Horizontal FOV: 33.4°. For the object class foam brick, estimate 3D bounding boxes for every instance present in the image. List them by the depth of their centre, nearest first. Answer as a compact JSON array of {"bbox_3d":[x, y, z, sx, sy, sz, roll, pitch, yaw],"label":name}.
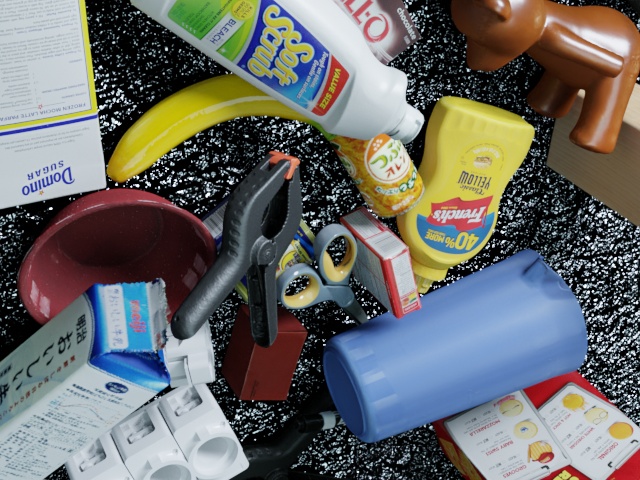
[{"bbox_3d":[-0.055,0.106,1.011,0.052,0.051,0.078,5,115,-30],"label":"foam brick"}]

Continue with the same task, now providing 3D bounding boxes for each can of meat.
[{"bbox_3d":[-0.056,0.001,0.945,0.084,0.057,0.102,-40,129,-5],"label":"can of meat"}]

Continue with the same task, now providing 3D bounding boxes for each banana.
[{"bbox_3d":[-0.082,-0.100,0.871,0.197,0.037,0.069,-13,80,-16],"label":"banana"}]

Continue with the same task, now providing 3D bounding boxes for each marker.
[{"bbox_3d":[0.025,0.179,1.081,0.120,0.020,0.020,-3,119,-35],"label":"marker"}]

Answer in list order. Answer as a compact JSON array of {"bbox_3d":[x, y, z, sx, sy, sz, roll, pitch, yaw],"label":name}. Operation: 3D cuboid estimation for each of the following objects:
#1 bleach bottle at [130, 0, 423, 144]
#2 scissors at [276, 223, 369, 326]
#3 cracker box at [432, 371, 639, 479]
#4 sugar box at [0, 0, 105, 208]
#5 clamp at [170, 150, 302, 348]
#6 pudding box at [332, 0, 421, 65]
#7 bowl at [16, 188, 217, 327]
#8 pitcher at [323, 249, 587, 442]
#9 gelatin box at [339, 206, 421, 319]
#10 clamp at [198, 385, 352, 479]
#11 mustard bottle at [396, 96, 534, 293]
[{"bbox_3d":[-0.016,-0.155,0.823,0.250,0.068,0.103,31,127,-24],"label":"bleach bottle"},{"bbox_3d":[0.005,0.059,0.996,0.096,0.016,0.202,-33,147,-17],"label":"scissors"},{"bbox_3d":[0.244,0.229,1.139,0.164,0.214,0.072,-29,127,-11],"label":"cracker box"},{"bbox_3d":[-0.217,-0.115,0.798,0.093,0.048,0.176,-13,127,-22],"label":"sugar box"},{"bbox_3d":[-0.063,0.011,0.869,0.120,0.039,0.171,-4,108,-57],"label":"clamp"},{"bbox_3d":[0.019,-0.188,0.884,0.090,0.039,0.113,-38,128,-3],"label":"pudding box"},{"bbox_3d":[-0.168,0.010,0.876,0.162,0.055,0.162,-12,138,-12],"label":"bowl"},{"bbox_3d":[0.130,0.116,1.065,0.242,0.145,0.149,-20,96,-17],"label":"pitcher"},{"bbox_3d":[0.056,0.020,0.994,0.030,0.089,0.073,-26,127,-14],"label":"gelatin box"},{"bbox_3d":[-0.046,0.231,1.098,0.209,0.036,0.164,-14,122,-25],"label":"clamp"},{"bbox_3d":[0.125,-0.036,1.018,0.096,0.058,0.192,11,113,-22],"label":"mustard bottle"}]
